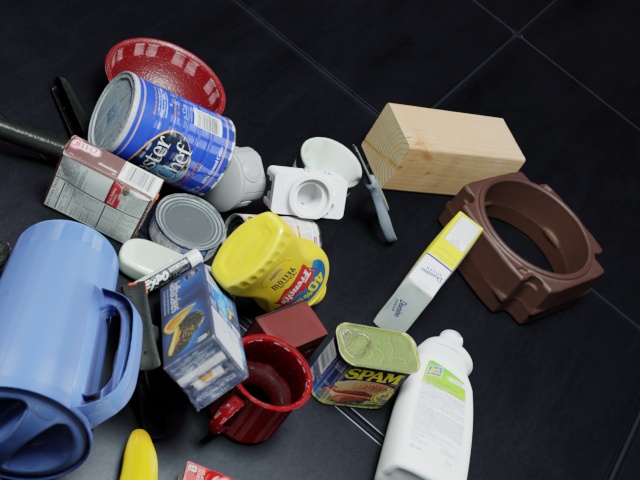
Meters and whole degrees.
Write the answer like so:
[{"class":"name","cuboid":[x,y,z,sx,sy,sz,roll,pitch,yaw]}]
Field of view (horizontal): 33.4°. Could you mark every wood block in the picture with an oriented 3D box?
[{"class":"wood block","cuboid":[0.177,-0.126,1.538,0.205,0.090,0.091,3,49,-30]}]

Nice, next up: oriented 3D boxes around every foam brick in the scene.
[{"class":"foam brick","cuboid":[-0.041,0.110,1.197,0.078,0.053,0.051,-19,63,-42]}]

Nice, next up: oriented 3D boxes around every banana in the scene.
[{"class":"banana","cuboid":[-0.193,0.251,0.973,0.069,0.037,0.197,38,41,2]}]

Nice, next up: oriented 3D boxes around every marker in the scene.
[{"class":"marker","cuboid":[-0.183,0.044,1.162,0.121,0.020,0.020,-30,69,-22]}]

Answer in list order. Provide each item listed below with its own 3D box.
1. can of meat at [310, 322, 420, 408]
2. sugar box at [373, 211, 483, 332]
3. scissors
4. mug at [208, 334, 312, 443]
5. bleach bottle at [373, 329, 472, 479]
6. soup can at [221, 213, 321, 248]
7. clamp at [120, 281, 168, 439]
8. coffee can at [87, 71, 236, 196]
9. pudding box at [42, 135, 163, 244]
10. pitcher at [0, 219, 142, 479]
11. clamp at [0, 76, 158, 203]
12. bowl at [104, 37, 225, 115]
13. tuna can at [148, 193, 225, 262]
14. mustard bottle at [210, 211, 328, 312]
[{"class":"can of meat","cuboid":[0.047,0.143,1.197,0.102,0.084,0.057,11,46,-25]},{"class":"sugar box","cuboid":[0.137,0.042,1.346,0.048,0.093,0.176,39,41,7]},{"class":"scissors","cuboid":[0.071,-0.054,1.365,0.201,0.016,0.096,43,29,-76]},{"class":"mug","cuboid":[-0.073,0.163,1.102,0.093,0.082,0.117,42,41,9]},{"class":"bleach bottle","cuboid":[0.136,0.196,1.222,0.102,0.068,0.250,31,39,-4]},{"class":"soup can","cuboid":[-0.058,0.002,1.278,0.102,0.069,0.068,-1,52,-35]},{"class":"clamp","cuboid":[-0.179,0.099,1.069,0.039,0.120,0.171,-7,53,-17]},{"class":"coffee can","cuboid":[-0.185,-0.123,1.248,0.140,0.103,0.103,22,40,-35]},{"class":"pudding box","cuboid":[-0.244,-0.054,1.194,0.113,0.090,0.039,29,43,-8]},{"class":"pitcher","cuboid":[-0.253,0.093,1.012,0.149,0.145,0.242,20,40,-16]},{"class":"clamp","cuboid":[-0.284,-0.104,1.251,0.210,0.036,0.164,42,33,6]},{"class":"bowl","cuboid":[-0.206,-0.187,1.373,0.162,0.055,0.162,18,43,-18]},{"class":"tuna can","cuboid":[-0.158,-0.012,1.253,0.086,0.034,0.086,18,43,-18]},{"class":"mustard bottle","cuboid":[-0.042,0.037,1.211,0.058,0.096,0.191,46,5,29]}]
